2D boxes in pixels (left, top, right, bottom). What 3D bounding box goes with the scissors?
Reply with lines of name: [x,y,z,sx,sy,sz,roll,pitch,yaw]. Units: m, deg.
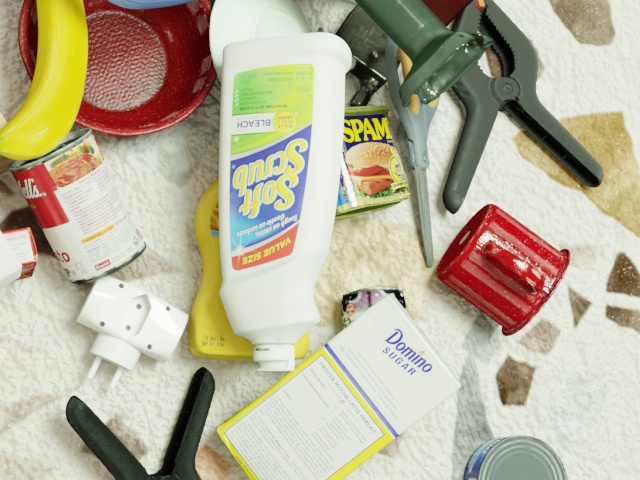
scissors: [0.095,-0.087,0.957,0.096,0.016,0.202,-37,118,-53]

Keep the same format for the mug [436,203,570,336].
mug: [0.155,0.022,0.911,0.081,0.117,0.093,36,90,-3]

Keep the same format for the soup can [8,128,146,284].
soup can: [-0.185,-0.026,0.819,0.068,0.069,0.102,-31,110,-21]

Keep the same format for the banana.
banana: [-0.201,-0.130,0.788,0.037,0.069,0.197,-8,55,23]

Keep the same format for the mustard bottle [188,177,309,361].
mustard bottle: [-0.056,0.001,0.874,0.096,0.058,0.191,5,78,-18]

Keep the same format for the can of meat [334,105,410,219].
can of meat: [0.025,-0.065,0.900,0.101,0.058,0.084,-11,85,-51]

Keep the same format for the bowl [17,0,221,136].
bowl: [-0.165,-0.156,0.872,0.162,0.055,0.162,3,78,-17]

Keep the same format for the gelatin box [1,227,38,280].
gelatin box: [-0.259,0.019,0.797,0.089,0.073,0.030,-13,83,-20]

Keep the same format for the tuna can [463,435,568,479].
tuna can: [0.167,0.211,0.918,0.086,0.034,0.086,3,78,-17]

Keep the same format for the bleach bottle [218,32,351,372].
bleach bottle: [-0.027,-0.026,0.812,0.103,0.068,0.251,-3,81,15]

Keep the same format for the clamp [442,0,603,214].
clamp: [0.157,-0.127,0.979,0.164,0.036,0.210,-18,84,-22]

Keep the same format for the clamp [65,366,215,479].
clamp: [-0.134,0.186,0.819,0.120,0.039,0.171,-1,81,-23]

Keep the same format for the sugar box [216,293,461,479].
sugar box: [0.014,0.130,0.839,0.176,0.048,0.093,-38,85,3]
